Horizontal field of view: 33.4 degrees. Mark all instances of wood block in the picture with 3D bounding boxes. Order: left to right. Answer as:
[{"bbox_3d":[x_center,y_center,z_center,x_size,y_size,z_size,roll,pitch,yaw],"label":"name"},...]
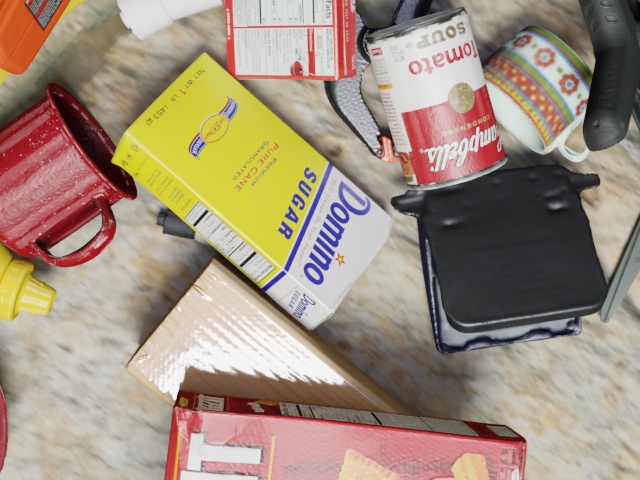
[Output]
[{"bbox_3d":[-0.020,0.110,0.720,0.206,0.090,0.091,40,91,-5],"label":"wood block"}]

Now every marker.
[{"bbox_3d":[-0.055,0.001,0.744,0.121,0.020,0.020,16,94,-4],"label":"marker"}]

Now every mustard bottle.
[{"bbox_3d":[-0.267,0.010,0.697,0.191,0.096,0.058,18,93,-4],"label":"mustard bottle"}]

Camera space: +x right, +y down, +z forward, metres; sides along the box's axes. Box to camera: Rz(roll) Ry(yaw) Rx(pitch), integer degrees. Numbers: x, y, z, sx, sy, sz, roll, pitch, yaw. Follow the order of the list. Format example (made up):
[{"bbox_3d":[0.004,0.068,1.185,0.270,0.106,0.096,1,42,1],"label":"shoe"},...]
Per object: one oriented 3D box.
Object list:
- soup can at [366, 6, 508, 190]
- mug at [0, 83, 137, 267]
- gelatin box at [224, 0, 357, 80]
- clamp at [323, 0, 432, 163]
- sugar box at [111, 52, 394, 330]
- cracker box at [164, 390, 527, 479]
[{"bbox_3d":[0.075,-0.091,0.686,0.068,0.068,0.102,-18,103,-1],"label":"soup can"},{"bbox_3d":[-0.175,-0.033,0.697,0.081,0.093,0.117,-35,68,5],"label":"mug"},{"bbox_3d":[-0.019,-0.144,0.705,0.089,0.030,0.073,5,105,29],"label":"gelatin box"},{"bbox_3d":[0.030,-0.140,0.728,0.120,0.039,0.171,5,95,5],"label":"clamp"},{"bbox_3d":[-0.042,-0.033,0.710,0.176,0.048,0.093,39,57,-4],"label":"sugar box"},{"bbox_3d":[0.009,0.185,0.640,0.213,0.072,0.164,7,88,-5],"label":"cracker box"}]
